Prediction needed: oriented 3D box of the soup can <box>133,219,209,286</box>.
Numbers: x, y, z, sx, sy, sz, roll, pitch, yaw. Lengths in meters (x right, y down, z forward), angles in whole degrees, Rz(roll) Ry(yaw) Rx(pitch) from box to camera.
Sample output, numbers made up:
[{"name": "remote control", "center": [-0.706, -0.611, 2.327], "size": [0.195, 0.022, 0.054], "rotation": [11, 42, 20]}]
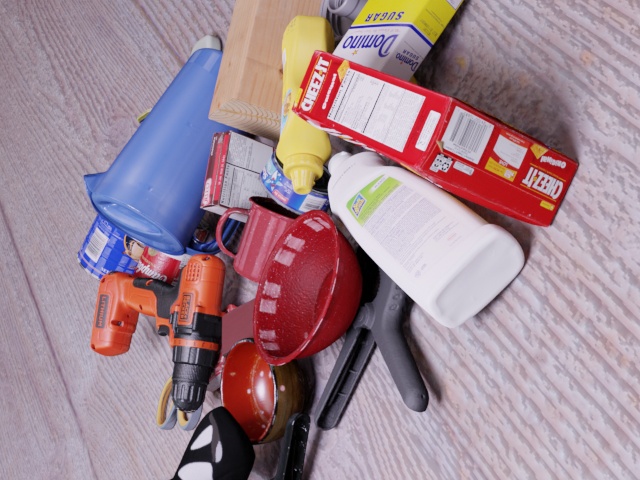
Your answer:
[{"name": "soup can", "center": [-0.193, 0.015, 1.381], "size": [0.069, 0.068, 0.102], "rotation": [39, 107, 52]}]

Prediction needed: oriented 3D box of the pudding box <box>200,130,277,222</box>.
[{"name": "pudding box", "center": [-0.078, -0.067, 1.223], "size": [0.039, 0.113, 0.090], "rotation": [-3, 74, 49]}]

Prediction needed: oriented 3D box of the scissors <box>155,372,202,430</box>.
[{"name": "scissors", "center": [-0.156, 0.147, 1.322], "size": [0.096, 0.016, 0.202], "rotation": [27, 98, 52]}]

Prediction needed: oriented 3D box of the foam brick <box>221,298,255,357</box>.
[{"name": "foam brick", "center": [-0.068, 0.101, 1.192], "size": [0.078, 0.052, 0.051], "rotation": [-30, 54, 44]}]

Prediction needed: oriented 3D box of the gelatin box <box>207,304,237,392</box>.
[{"name": "gelatin box", "center": [-0.118, 0.129, 1.266], "size": [0.089, 0.030, 0.073], "rotation": [-38, 48, 38]}]

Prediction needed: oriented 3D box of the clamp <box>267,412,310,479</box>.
[{"name": "clamp", "center": [-0.034, 0.257, 1.082], "size": [0.172, 0.039, 0.120], "rotation": [-46, 51, 36]}]

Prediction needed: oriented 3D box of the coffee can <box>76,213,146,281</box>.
[{"name": "coffee can", "center": [-0.255, -0.017, 1.446], "size": [0.140, 0.102, 0.103], "rotation": [-60, 38, 17]}]

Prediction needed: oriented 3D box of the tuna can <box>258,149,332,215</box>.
[{"name": "tuna can", "center": [-0.022, -0.064, 1.168], "size": [0.034, 0.086, 0.086], "rotation": [-58, 38, 26]}]

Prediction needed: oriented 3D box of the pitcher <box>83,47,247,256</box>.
[{"name": "pitcher", "center": [-0.158, -0.106, 1.306], "size": [0.145, 0.149, 0.242], "rotation": [15, 67, 38]}]

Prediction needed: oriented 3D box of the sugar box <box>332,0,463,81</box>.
[{"name": "sugar box", "center": [0.090, -0.238, 1.092], "size": [0.176, 0.048, 0.093], "rotation": [-55, 37, -3]}]

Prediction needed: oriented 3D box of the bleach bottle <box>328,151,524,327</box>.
[{"name": "bleach bottle", "center": [0.081, -0.024, 1.016], "size": [0.102, 0.068, 0.251], "rotation": [-44, 41, 3]}]

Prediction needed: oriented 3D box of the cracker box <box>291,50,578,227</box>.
[{"name": "cracker box", "center": [0.096, -0.093, 0.958], "size": [0.214, 0.163, 0.072], "rotation": [32, 100, 53]}]

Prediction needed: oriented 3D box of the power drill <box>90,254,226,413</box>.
[{"name": "power drill", "center": [-0.194, 0.107, 1.278], "size": [0.188, 0.057, 0.184], "rotation": [0, 77, 38]}]

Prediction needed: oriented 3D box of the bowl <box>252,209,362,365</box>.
[{"name": "bowl", "center": [-0.006, 0.053, 1.072], "size": [0.162, 0.055, 0.162], "rotation": [-40, 40, 45]}]

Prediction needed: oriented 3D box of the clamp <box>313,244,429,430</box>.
[{"name": "clamp", "center": [0.058, 0.082, 1.042], "size": [0.165, 0.036, 0.210], "rotation": [-13, 63, 55]}]

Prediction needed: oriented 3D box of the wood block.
[{"name": "wood block", "center": [-0.056, -0.236, 1.257], "size": [0.090, 0.090, 0.206], "rotation": [-19, 56, 63]}]

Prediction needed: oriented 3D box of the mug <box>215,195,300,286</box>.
[{"name": "mug", "center": [-0.058, 0.001, 1.171], "size": [0.093, 0.117, 0.081], "rotation": [-127, 55, -71]}]

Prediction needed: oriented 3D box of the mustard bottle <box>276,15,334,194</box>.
[{"name": "mustard bottle", "center": [-0.016, -0.136, 1.132], "size": [0.096, 0.058, 0.191], "rotation": [105, 169, -63]}]
